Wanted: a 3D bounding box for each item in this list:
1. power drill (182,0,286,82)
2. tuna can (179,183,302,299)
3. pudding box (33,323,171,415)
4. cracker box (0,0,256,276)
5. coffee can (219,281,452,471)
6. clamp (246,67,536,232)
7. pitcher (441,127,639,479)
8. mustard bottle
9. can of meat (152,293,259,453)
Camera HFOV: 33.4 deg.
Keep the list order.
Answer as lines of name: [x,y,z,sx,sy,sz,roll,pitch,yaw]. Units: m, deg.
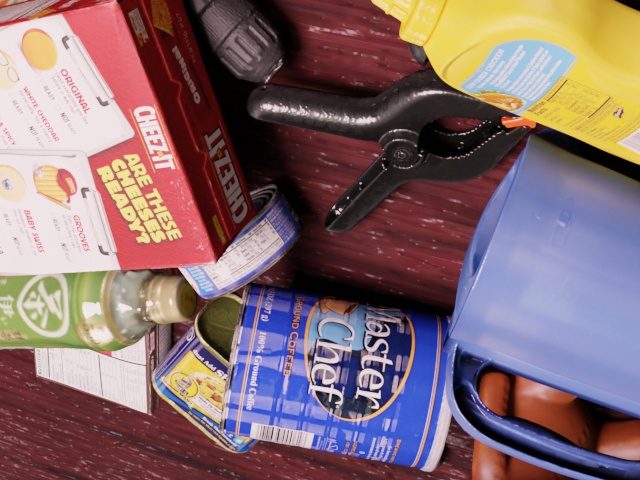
power drill: [-0.053,-0.201,0.600,0.184,0.057,0.188,43,128,-5]
tuna can: [-0.055,0.001,0.710,0.086,0.086,0.033,-24,109,35]
pudding box: [-0.174,0.080,0.848,0.114,0.039,0.090,17,125,18]
cracker box: [-0.165,-0.064,0.660,0.214,0.072,0.164,-5,118,27]
coffee can: [0.012,0.088,0.699,0.140,0.102,0.103,10,125,0]
clamp: [0.042,-0.068,0.641,0.172,0.039,0.120,-21,133,31]
pitcher: [0.194,0.053,0.589,0.243,0.144,0.149,22,120,7]
mustard bottle: [0.117,-0.095,0.544,0.191,0.058,0.096,20,165,-7]
can of meat: [-0.066,0.102,0.798,0.102,0.057,0.084,41,130,-3]
